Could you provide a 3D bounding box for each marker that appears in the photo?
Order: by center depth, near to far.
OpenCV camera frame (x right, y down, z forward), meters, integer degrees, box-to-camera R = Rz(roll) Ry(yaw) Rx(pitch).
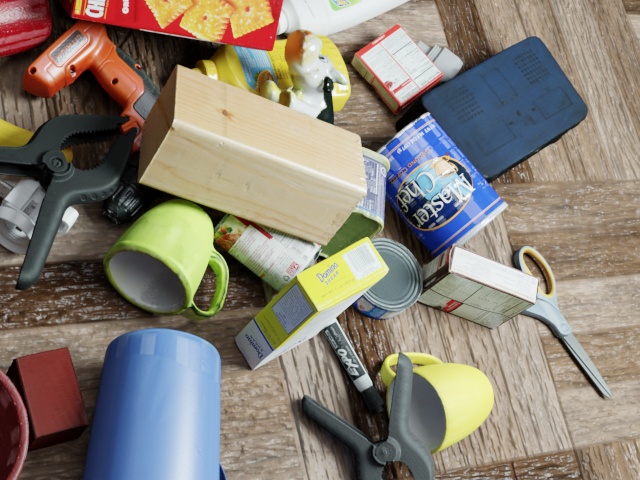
[{"bbox_3d":[0.033,0.129,1.128,0.020,0.020,0.121,-24,78,-32],"label":"marker"}]

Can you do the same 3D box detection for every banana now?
[{"bbox_3d":[-0.337,-0.128,1.054,0.198,0.070,0.037,44,13,-7],"label":"banana"}]

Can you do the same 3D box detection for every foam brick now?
[{"bbox_3d":[-0.248,0.144,0.968,0.051,0.053,0.078,-10,71,-29],"label":"foam brick"}]

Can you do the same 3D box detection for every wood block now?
[{"bbox_3d":[-0.067,-0.082,1.061,0.205,0.090,0.091,19,41,-23],"label":"wood block"}]

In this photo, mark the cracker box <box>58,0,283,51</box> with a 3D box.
[{"bbox_3d":[-0.166,-0.264,1.139,0.213,0.164,0.072,7,108,-23],"label":"cracker box"}]

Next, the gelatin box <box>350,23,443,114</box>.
[{"bbox_3d":[0.093,-0.209,1.304,0.073,0.030,0.089,-38,84,-19],"label":"gelatin box"}]

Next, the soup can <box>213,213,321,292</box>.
[{"bbox_3d":[-0.057,0.001,1.118,0.102,0.069,0.068,38,56,-5],"label":"soup can"}]

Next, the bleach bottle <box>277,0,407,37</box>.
[{"bbox_3d":[0.025,-0.313,1.314,0.250,0.068,0.102,-30,81,-31],"label":"bleach bottle"}]

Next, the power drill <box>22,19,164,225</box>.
[{"bbox_3d":[-0.215,-0.130,1.112,0.187,0.057,0.184,40,63,-4],"label":"power drill"}]

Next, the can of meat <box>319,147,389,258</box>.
[{"bbox_3d":[0.029,-0.037,1.152,0.057,0.102,0.084,21,53,-22],"label":"can of meat"}]

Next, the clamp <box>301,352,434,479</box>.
[{"bbox_3d":[0.072,0.201,1.074,0.120,0.039,0.171,-34,86,11],"label":"clamp"}]

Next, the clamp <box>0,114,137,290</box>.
[{"bbox_3d":[-0.263,-0.069,1.007,0.164,0.036,0.209,44,54,1],"label":"clamp"}]

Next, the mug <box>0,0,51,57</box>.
[{"bbox_3d":[-0.337,-0.235,1.097,0.081,0.093,0.117,-23,41,-37],"label":"mug"}]

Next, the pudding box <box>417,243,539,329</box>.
[{"bbox_3d":[0.172,0.053,1.188,0.113,0.090,0.039,19,60,-16],"label":"pudding box"}]

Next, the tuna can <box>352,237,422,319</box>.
[{"bbox_3d":[0.068,0.043,1.177,0.086,0.034,0.086,10,62,-21],"label":"tuna can"}]

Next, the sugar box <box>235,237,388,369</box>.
[{"bbox_3d":[-0.013,0.064,1.043,0.093,0.176,0.048,-27,82,-33],"label":"sugar box"}]

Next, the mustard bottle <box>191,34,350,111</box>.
[{"bbox_3d":[-0.066,-0.187,1.210,0.191,0.058,0.096,-7,63,-28],"label":"mustard bottle"}]

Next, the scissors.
[{"bbox_3d":[0.265,0.102,1.254,0.096,0.016,0.202,-12,72,-28],"label":"scissors"}]

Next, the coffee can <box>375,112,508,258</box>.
[{"bbox_3d":[0.129,-0.060,1.215,0.102,0.103,0.140,-37,85,-34],"label":"coffee can"}]

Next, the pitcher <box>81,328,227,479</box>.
[{"bbox_3d":[-0.143,0.211,0.951,0.145,0.149,0.243,5,60,-7],"label":"pitcher"}]
